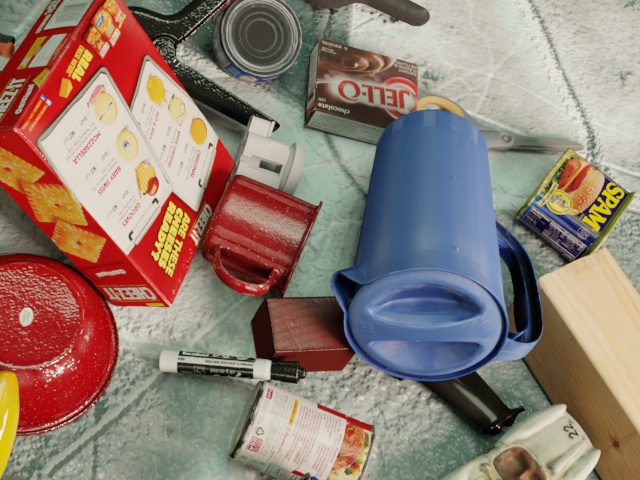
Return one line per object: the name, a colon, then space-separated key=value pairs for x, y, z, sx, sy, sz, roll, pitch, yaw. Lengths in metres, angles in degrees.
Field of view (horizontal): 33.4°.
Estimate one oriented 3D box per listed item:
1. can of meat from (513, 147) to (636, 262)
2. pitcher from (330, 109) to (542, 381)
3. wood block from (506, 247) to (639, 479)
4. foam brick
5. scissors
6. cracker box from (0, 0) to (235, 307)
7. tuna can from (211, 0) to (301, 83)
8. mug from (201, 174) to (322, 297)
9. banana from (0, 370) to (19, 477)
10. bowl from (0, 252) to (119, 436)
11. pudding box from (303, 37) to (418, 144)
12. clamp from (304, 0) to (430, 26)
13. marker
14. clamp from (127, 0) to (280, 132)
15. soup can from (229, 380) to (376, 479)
can of meat: x=0.256 y=-0.034 z=1.079 sx=0.084 sy=0.057 sz=0.102 roll=38 pitch=55 yaw=8
pitcher: x=0.105 y=-0.002 z=0.943 sx=0.145 sy=0.149 sz=0.242 roll=-15 pitch=39 yaw=20
wood block: x=0.266 y=0.124 z=0.970 sx=0.090 sy=0.091 sz=0.206 roll=-21 pitch=71 yaw=-28
foam brick: x=-0.013 y=0.081 z=0.917 sx=0.078 sy=0.053 sz=0.051 roll=0 pitch=61 yaw=-20
scissors: x=0.178 y=-0.120 z=1.124 sx=0.201 sy=0.016 sz=0.096 roll=-12 pitch=66 yaw=-25
cracker box: x=-0.171 y=-0.072 z=0.866 sx=0.072 sy=0.213 sz=0.164 roll=-2 pitch=50 yaw=31
tuna can: x=-0.062 y=-0.200 z=1.052 sx=0.086 sy=0.034 sz=0.086 roll=0 pitch=89 yaw=-21
mug: x=-0.056 y=0.001 z=0.925 sx=0.081 sy=0.093 sz=0.117 roll=23 pitch=47 yaw=-1
banana: x=-0.270 y=0.185 z=0.759 sx=0.037 sy=0.069 sz=0.197 roll=17 pitch=54 yaw=29
bowl: x=-0.236 y=0.069 z=0.844 sx=0.162 sy=0.055 sz=0.162 roll=9 pitch=59 yaw=-15
pudding box: x=0.042 y=-0.146 z=1.076 sx=0.113 sy=0.039 sz=0.090 roll=11 pitch=59 yaw=-13
clamp: x=0.038 y=-0.277 z=1.151 sx=0.171 sy=0.039 sz=0.120 roll=-11 pitch=61 yaw=-18
marker: x=-0.072 y=0.104 z=0.880 sx=0.121 sy=0.020 sz=0.020 roll=4 pitch=58 yaw=6
clamp: x=-0.141 y=-0.185 z=1.002 sx=0.210 sy=0.036 sz=0.164 roll=1 pitch=88 yaw=-5
soup can: x=-0.015 y=0.162 z=0.861 sx=0.102 sy=0.069 sz=0.068 roll=23 pitch=56 yaw=-5
